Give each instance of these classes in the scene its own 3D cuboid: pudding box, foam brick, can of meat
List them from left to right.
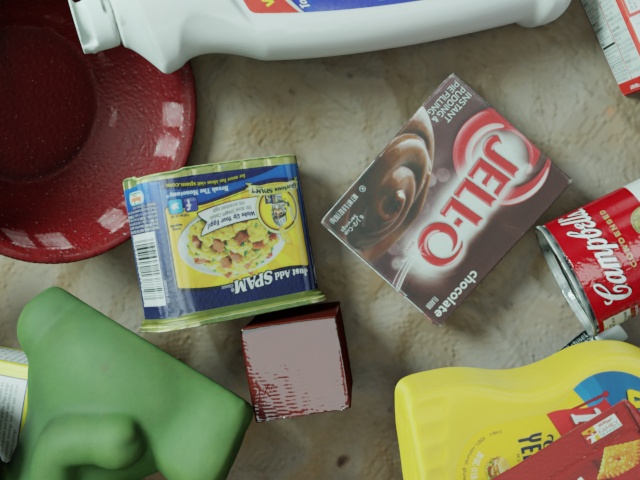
[{"bbox_3d":[-0.054,0.001,0.588,0.101,0.058,0.084,-10,91,-30],"label":"can of meat"},{"bbox_3d":[-0.011,0.066,0.594,0.053,0.078,0.051,-8,92,4],"label":"foam brick"},{"bbox_3d":[0.070,-0.023,0.602,0.090,0.039,0.113,41,96,0],"label":"pudding box"}]

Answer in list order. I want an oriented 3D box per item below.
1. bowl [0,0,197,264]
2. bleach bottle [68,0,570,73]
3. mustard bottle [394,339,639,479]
[{"bbox_3d":[-0.150,-0.071,0.582,0.161,0.055,0.162,-12,109,-36],"label":"bowl"},{"bbox_3d":[-0.002,-0.134,0.557,0.250,0.068,0.102,-16,90,-9],"label":"bleach bottle"},{"bbox_3d":[0.141,0.105,0.582,0.191,0.058,0.096,-10,103,-6],"label":"mustard bottle"}]
